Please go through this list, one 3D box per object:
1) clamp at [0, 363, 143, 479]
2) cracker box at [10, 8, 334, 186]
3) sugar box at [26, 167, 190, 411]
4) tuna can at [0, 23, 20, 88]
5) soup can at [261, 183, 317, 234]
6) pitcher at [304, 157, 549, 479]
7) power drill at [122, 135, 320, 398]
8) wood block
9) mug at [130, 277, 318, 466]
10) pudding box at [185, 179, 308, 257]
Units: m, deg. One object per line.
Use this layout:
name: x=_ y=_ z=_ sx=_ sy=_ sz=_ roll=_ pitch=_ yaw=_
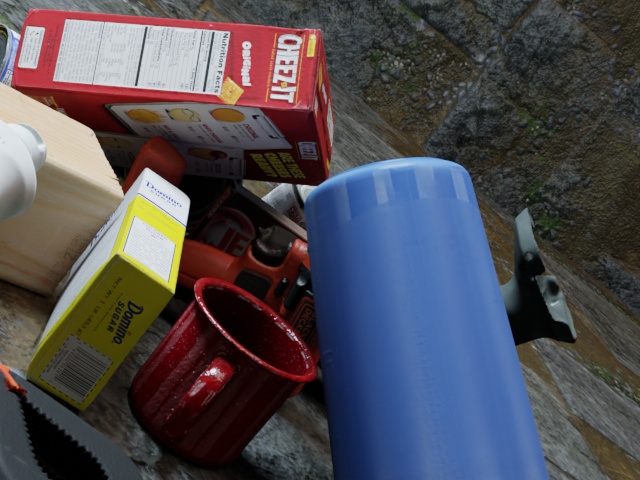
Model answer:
clamp: x=-0.092 y=0.139 z=0.488 sx=0.210 sy=0.036 sz=0.164 roll=47 pitch=16 yaw=32
cracker box: x=-0.101 y=-0.105 z=0.807 sx=0.214 sy=0.072 sz=0.164 roll=5 pitch=-15 yaw=6
sugar box: x=-0.125 y=0.023 z=0.661 sx=0.048 sy=0.093 sz=0.176 roll=37 pitch=14 yaw=-12
tuna can: x=-0.250 y=-0.120 z=0.817 sx=0.033 sy=0.086 sz=0.086 roll=30 pitch=16 yaw=-39
soup can: x=-0.037 y=-0.005 z=0.934 sx=0.068 sy=0.102 sz=0.068 roll=42 pitch=26 yaw=-26
pitcher: x=0.057 y=0.081 z=0.664 sx=0.144 sy=0.149 sz=0.243 roll=16 pitch=62 yaw=-63
power drill: x=-0.055 y=0.001 z=0.769 sx=0.187 sy=0.184 sz=0.057 roll=29 pitch=13 yaw=1
wood block: x=-0.234 y=-0.056 z=0.639 sx=0.205 sy=0.090 sz=0.091 roll=28 pitch=18 yaw=-40
mug: x=-0.064 y=0.085 z=0.643 sx=0.093 sy=0.081 sz=0.117 roll=39 pitch=13 yaw=-1
pudding box: x=-0.054 y=0.018 z=0.873 sx=0.113 sy=0.090 sz=0.039 roll=34 pitch=13 yaw=-20
